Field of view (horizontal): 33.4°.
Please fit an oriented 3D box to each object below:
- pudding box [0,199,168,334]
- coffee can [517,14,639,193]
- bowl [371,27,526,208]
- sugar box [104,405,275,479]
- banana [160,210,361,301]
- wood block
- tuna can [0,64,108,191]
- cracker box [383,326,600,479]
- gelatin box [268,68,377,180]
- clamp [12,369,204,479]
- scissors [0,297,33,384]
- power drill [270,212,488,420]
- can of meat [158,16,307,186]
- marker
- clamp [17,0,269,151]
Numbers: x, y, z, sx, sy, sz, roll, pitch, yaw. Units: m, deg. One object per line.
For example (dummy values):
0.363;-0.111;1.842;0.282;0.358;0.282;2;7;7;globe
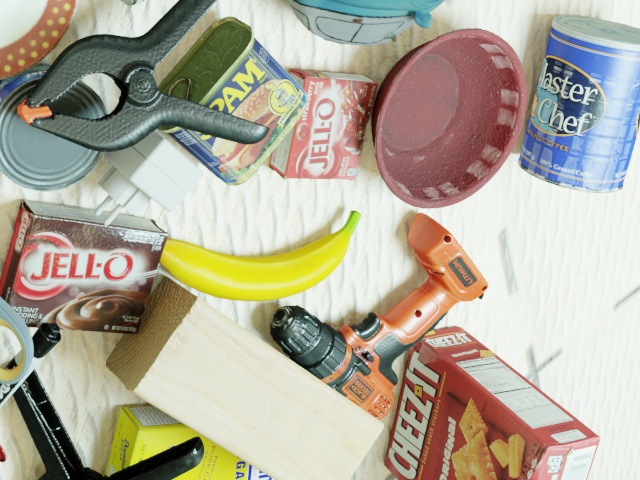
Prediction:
-0.183;0.022;0.816;0.113;0.039;0.090;7;111;-36;pudding box
0.249;-0.128;0.990;0.102;0.103;0.140;-5;117;-33;coffee can
0.101;-0.111;0.928;0.161;0.055;0.162;-16;123;-27;bowl
-0.102;0.194;0.962;0.175;0.048;0.093;3;112;-34;sugar box
-0.051;0.019;0.911;0.197;0.037;0.069;-10;101;-32;banana
-0.062;0.127;0.884;0.206;0.091;0.090;38;82;-26;wood block
-0.195;-0.080;0.756;0.086;0.034;0.086;-16;122;-27;tuna can
0.155;0.206;1.034;0.072;0.214;0.164;-3;116;-32;cracker box
0.002;-0.095;0.886;0.073;0.030;0.089;-1;115;-34;gelatin box
-0.200;0.199;0.875;0.210;0.164;0.036;-62;177;31;clamp
-0.238;0.021;0.766;0.096;0.016;0.202;20;106;-1;scissors
0.057;0.066;0.996;0.187;0.057;0.184;-45;134;-2;power drill
-0.069;-0.104;0.816;0.102;0.058;0.083;-50;133;-2;can of meat
-0.235;0.104;0.812;0.020;0.020;0.121;23;120;-40;marker
-0.117;-0.099;0.735;0.171;0.039;0.120;-26;99;-14;clamp
